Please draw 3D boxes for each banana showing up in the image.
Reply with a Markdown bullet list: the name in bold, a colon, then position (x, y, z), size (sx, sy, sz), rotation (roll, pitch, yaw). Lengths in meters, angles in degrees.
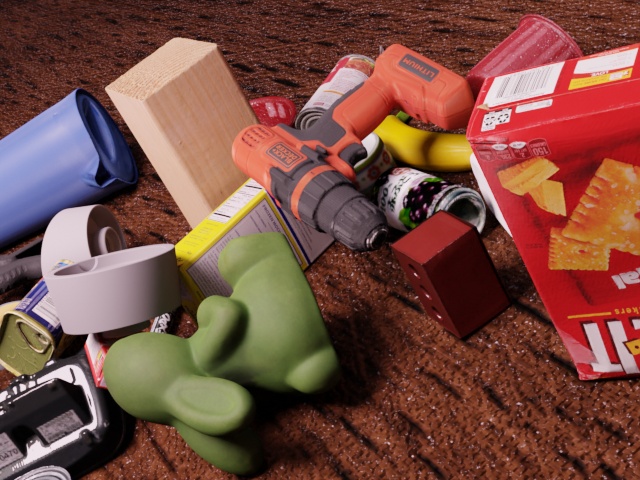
- **banana**: position (0.103, -0.097, 1.036), size (0.069, 0.037, 0.198), rotation (-37, 30, -13)

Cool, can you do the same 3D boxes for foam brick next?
- **foam brick**: position (0.099, 0.025, 0.811), size (0.051, 0.078, 0.053), rotation (-36, 28, -11)

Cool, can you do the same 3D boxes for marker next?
- **marker**: position (-0.149, 0.085, 0.992), size (0.020, 0.020, 0.121), rotation (-17, 32, 21)

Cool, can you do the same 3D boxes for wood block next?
- **wood block**: position (-0.102, -0.079, 1.014), size (0.090, 0.206, 0.091), rotation (-40, 31, -18)

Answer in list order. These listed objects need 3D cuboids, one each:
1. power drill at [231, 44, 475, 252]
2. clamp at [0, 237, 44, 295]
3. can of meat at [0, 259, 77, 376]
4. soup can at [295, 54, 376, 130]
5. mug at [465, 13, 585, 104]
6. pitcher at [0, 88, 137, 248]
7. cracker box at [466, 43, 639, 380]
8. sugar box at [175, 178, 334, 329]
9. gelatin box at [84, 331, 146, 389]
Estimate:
- **power drill**: position (0.041, -0.083, 0.911), size (0.187, 0.057, 0.185), rotation (-36, 50, -20)
- **clamp**: position (-0.347, 0.032, 1.187), size (0.171, 0.039, 0.120), rotation (-16, 11, -30)
- **can of meat**: position (-0.263, 0.078, 1.031), size (0.083, 0.057, 0.102), rotation (-55, -1, -41)
- **soup can**: position (0.024, -0.143, 1.143), size (0.069, 0.068, 0.102), rotation (-3, 39, 38)
- **mug**: position (0.197, -0.140, 0.984), size (0.081, 0.093, 0.117), rotation (-41, 68, -11)
- **pitcher**: position (-0.361, -0.081, 1.326), size (0.243, 0.145, 0.149), rotation (-28, -2, 9)
- **cracker box**: position (0.203, -0.012, 0.639), size (0.164, 0.213, 0.072), rotation (-8, 37, 33)
- **sugar box**: position (-0.056, 0.001, 0.967), size (0.048, 0.093, 0.176), rotation (11, 47, 48)
- **gelatin box**: position (-0.148, 0.104, 0.899), size (0.030, 0.089, 0.073), rotation (-67, 25, 13)
